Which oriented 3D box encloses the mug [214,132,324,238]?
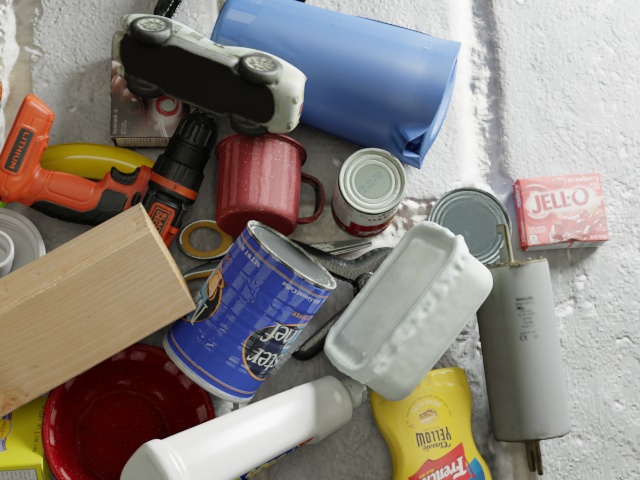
[{"bbox_3d":[-0.050,-0.048,1.058,0.117,0.093,0.081,13,64,-24],"label":"mug"}]

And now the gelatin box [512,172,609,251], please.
[{"bbox_3d":[0.247,-0.029,1.102,0.089,0.030,0.073,-4,76,-4],"label":"gelatin box"}]

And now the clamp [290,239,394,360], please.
[{"bbox_3d":[0.040,0.059,1.067,0.171,0.039,0.120,1,91,-6],"label":"clamp"}]

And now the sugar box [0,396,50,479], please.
[{"bbox_3d":[-0.339,0.193,0.988,0.176,0.048,0.093,-2,34,-6],"label":"sugar box"}]

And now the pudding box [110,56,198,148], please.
[{"bbox_3d":[-0.170,-0.152,1.106,0.090,0.039,0.113,-1,76,-3],"label":"pudding box"}]

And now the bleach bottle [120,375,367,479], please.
[{"bbox_3d":[-0.053,0.177,0.970,0.250,0.103,0.068,-20,73,-37],"label":"bleach bottle"}]

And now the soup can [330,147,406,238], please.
[{"bbox_3d":[0.047,-0.046,1.058,0.068,0.102,0.068,1,78,-3],"label":"soup can"}]

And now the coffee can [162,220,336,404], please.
[{"bbox_3d":[-0.067,0.067,1.003,0.103,0.102,0.140,38,100,6],"label":"coffee can"}]

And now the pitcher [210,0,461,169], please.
[{"bbox_3d":[0.016,-0.176,1.085,0.243,0.149,0.145,19,91,5],"label":"pitcher"}]

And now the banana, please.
[{"bbox_3d":[-0.236,-0.066,1.086,0.197,0.037,0.069,-4,100,-2],"label":"banana"}]

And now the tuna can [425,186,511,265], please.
[{"bbox_3d":[0.149,-0.010,1.091,0.086,0.034,0.086,1,77,-3],"label":"tuna can"}]

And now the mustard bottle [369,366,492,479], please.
[{"bbox_3d":[0.112,0.223,1.020,0.096,0.058,0.191,-11,78,-6],"label":"mustard bottle"}]

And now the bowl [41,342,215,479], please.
[{"bbox_3d":[-0.182,0.180,1.006,0.162,0.055,0.162,6,70,-16],"label":"bowl"}]

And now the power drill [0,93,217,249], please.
[{"bbox_3d":[-0.210,-0.069,1.031,0.187,0.057,0.184,25,90,-13],"label":"power drill"}]

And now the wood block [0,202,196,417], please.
[{"bbox_3d":[-0.229,0.062,0.974,0.206,0.090,0.091,-29,114,-4],"label":"wood block"}]

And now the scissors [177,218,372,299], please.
[{"bbox_3d":[-0.057,0.001,1.087,0.201,0.016,0.096,-23,79,-8],"label":"scissors"}]
